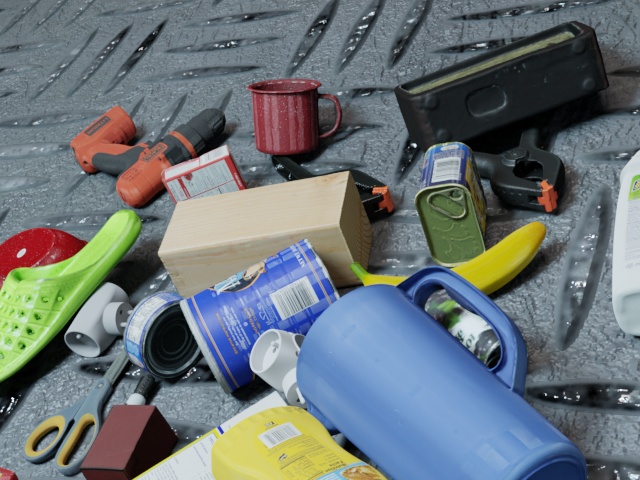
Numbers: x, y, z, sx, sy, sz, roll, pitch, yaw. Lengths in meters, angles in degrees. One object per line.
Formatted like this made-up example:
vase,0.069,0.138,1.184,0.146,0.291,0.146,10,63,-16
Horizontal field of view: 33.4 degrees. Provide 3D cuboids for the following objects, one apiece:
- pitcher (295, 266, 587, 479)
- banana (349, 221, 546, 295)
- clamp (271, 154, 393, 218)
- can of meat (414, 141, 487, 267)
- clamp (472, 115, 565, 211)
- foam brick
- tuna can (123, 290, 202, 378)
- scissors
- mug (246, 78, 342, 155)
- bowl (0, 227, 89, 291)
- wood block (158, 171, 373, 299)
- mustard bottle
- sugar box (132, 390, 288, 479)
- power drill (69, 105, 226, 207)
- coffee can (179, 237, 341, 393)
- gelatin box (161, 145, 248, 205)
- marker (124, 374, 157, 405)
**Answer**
pitcher,0.101,0.136,0.861,0.144,0.149,0.243,-18,34,-27
banana,0.128,0.033,1.043,0.198,0.037,0.069,-12,75,9
clamp,-0.009,-0.056,1.249,0.210,0.036,0.164,-3,38,27
can of meat,0.136,-0.039,1.091,0.057,0.102,0.084,-9,36,19
clamp,0.221,-0.086,1.158,0.120,0.039,0.172,-33,36,-7
foam brick,-0.180,0.200,1.006,0.051,0.053,0.078,-3,40,26
tuna can,-0.158,0.097,1.096,0.034,0.086,0.086,21,55,42
scissors,-0.248,0.164,1.122,0.096,0.016,0.201,-10,38,18
mug,-0.031,-0.155,1.335,0.117,0.081,0.093,-1,18,4
bowl,-0.357,0.034,1.316,0.162,0.055,0.162,-15,37,12
wood block,-0.057,0.002,1.158,0.206,0.090,0.090,-9,38,19
mustard bottle,0.004,0.202,0.828,0.096,0.058,0.192,-17,33,-35
sugar box,-0.089,0.215,0.943,0.176,0.048,0.093,-28,36,-12
power drill,-0.240,-0.132,1.458,0.188,0.057,0.184,20,54,44
coffee can,-0.053,0.074,1.052,0.140,0.103,0.103,-27,36,-5
gelatin box,-0.139,-0.067,1.305,0.089,0.073,0.030,-22,35,4
marker,-0.196,0.182,1.066,0.020,0.020,0.121,-1,42,29
